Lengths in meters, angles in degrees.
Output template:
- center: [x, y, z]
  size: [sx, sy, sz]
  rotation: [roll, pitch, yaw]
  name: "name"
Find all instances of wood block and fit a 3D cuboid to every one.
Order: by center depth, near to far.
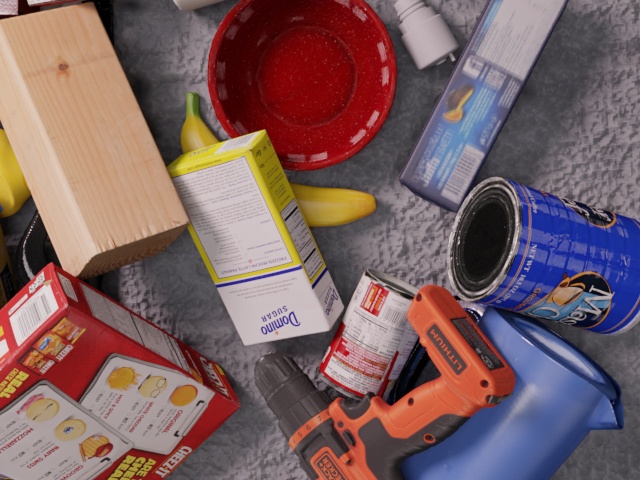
- center: [-0.199, -0.081, 0.892]
  size: [0.090, 0.090, 0.206]
  rotation: [-20, 82, -30]
  name: "wood block"

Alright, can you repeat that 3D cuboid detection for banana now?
- center: [-0.050, -0.055, 0.943]
  size: [0.198, 0.037, 0.070]
  rotation: [30, 100, 1]
  name: "banana"

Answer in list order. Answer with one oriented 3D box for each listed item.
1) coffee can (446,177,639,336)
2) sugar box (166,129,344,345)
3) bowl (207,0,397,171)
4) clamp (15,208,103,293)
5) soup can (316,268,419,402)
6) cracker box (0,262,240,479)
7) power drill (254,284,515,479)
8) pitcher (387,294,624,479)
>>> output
- center: [0.190, 0.015, 0.873]
  size: [0.140, 0.103, 0.103]
  rotation: [15, 98, -22]
  name: "coffee can"
- center: [-0.056, 0.001, 0.915]
  size: [0.093, 0.048, 0.176]
  rotation: [-12, 114, 29]
  name: "sugar box"
- center: [-0.014, -0.142, 0.920]
  size: [0.162, 0.055, 0.162]
  rotation: [1, 97, 5]
  name: "bowl"
- center: [-0.219, 0.045, 0.960]
  size: [0.120, 0.039, 0.171]
  rotation: [1, 86, -32]
  name: "clamp"
- center: [0.048, 0.084, 0.936]
  size: [0.068, 0.068, 0.102]
  rotation: [25, 98, 1]
  name: "soup can"
- center: [-0.201, 0.134, 0.906]
  size: [0.164, 0.072, 0.213]
  rotation: [-43, 133, 8]
  name: "cracker box"
- center: [0.049, 0.123, 0.863]
  size: [0.188, 0.057, 0.184]
  rotation: [-47, 71, 23]
  name: "power drill"
- center: [0.128, 0.174, 0.919]
  size: [0.145, 0.149, 0.243]
  rotation: [31, 102, -15]
  name: "pitcher"
